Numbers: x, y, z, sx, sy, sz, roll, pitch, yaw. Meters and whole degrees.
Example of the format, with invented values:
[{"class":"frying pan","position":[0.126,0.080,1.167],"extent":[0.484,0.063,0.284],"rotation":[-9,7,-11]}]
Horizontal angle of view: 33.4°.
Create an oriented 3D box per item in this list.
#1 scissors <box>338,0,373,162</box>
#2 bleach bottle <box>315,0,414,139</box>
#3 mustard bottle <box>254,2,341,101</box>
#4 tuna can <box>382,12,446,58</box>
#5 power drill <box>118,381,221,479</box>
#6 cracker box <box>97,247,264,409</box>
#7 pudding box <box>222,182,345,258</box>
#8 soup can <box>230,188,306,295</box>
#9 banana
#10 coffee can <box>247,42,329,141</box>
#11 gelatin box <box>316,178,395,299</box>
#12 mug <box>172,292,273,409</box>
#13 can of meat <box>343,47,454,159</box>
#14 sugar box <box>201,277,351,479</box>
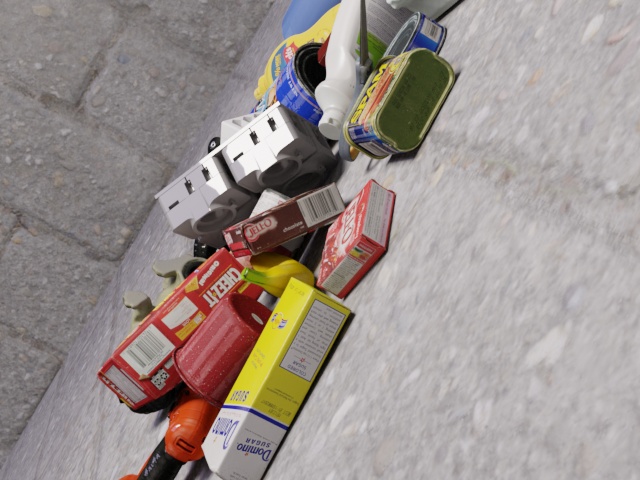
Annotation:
[{"class":"scissors","position":[0.036,-0.151,1.053],"extent":[0.096,0.016,0.201],"rotation":[-62,-21,-19]},{"class":"bleach bottle","position":[0.050,-0.223,1.198],"extent":[0.068,0.102,0.250],"rotation":[-29,33,58]},{"class":"mustard bottle","position":[-0.018,-0.232,1.419],"extent":[0.192,0.058,0.096],"rotation":[-25,69,39]},{"class":"tuna can","position":[0.095,-0.198,1.129],"extent":[0.086,0.033,0.086],"rotation":[-55,14,21]},{"class":"power drill","position":[-0.162,0.222,1.135],"extent":[0.188,0.057,0.184],"rotation":[-57,6,17]},{"class":"cracker box","position":[-0.158,0.104,1.172],"extent":[0.164,0.072,0.214],"rotation":[-46,3,-19]},{"class":"pudding box","position":[-0.039,-0.020,1.116],"extent":[0.113,0.039,0.090],"rotation":[-23,5,-17]},{"class":"soup can","position":[-0.058,0.001,1.196],"extent":[0.102,0.068,0.069],"rotation":[-61,13,-6]},{"class":"banana","position":[-0.039,0.033,1.060],"extent":[0.037,0.069,0.198],"rotation":[-60,2,0]},{"class":"coffee can","position":[-0.022,-0.165,1.342],"extent":[0.141,0.102,0.102],"rotation":[-46,19,46]},{"class":"gelatin box","position":[0.032,-0.003,0.955],"extent":[0.073,0.030,0.089],"rotation":[-50,17,36]},{"class":"mug","position":[-0.079,0.102,1.031],"extent":[0.081,0.093,0.117],"rotation":[-52,2,15]},{"class":"can of meat","position":[0.075,-0.130,1.012],"extent":[0.102,0.057,0.084],"rotation":[-61,15,-6]},{"class":"sugar box","position":[-0.042,0.122,0.928],"extent":[0.176,0.048,0.093],"rotation":[-60,13,-3]}]
